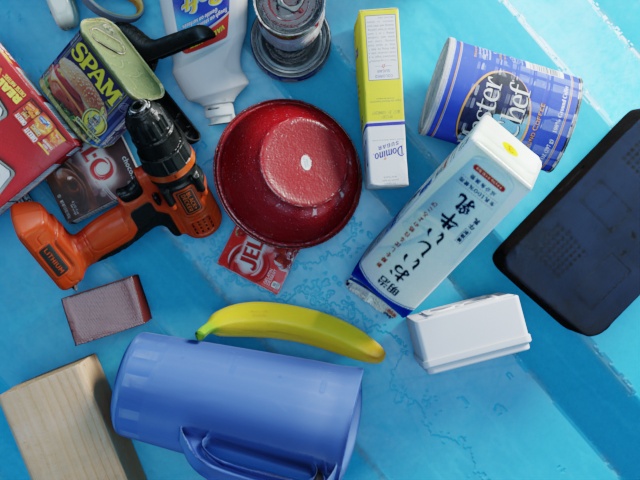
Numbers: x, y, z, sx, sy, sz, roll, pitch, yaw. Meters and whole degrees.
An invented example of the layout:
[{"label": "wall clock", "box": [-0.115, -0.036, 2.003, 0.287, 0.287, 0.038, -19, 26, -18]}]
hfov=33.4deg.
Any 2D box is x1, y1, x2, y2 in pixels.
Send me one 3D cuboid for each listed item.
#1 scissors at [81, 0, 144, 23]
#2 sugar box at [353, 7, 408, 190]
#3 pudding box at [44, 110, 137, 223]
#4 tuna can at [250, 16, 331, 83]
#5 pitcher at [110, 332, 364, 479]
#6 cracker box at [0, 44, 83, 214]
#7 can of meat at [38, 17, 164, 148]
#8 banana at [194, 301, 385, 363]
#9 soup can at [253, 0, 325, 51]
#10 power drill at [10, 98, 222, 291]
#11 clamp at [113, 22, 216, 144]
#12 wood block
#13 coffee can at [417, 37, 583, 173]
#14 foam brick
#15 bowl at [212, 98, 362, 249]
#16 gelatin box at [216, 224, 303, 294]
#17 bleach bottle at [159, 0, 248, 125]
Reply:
[{"label": "scissors", "box": [-0.264, -0.289, 1.076, 0.201, 0.016, 0.096, 26, 64, -25]}, {"label": "sugar box", "box": [0.061, -0.140, 1.089, 0.048, 0.093, 0.176, -1, 91, 0]}, {"label": "pudding box", "box": [-0.245, -0.086, 1.114, 0.090, 0.039, 0.113, -27, 91, 0]}, {"label": "tuna can", "box": [-0.031, -0.209, 1.116, 0.086, 0.034, 0.086, 0, 91, -1]}, {"label": "pitcher", "box": [-0.083, 0.174, 1.067, 0.243, 0.149, 0.145, 12, 79, 5]}, {"label": "cracker box", "box": [-0.369, -0.090, 1.055, 0.213, 0.072, 0.164, -40, 94, -1]}, {"label": "can of meat", "box": [-0.218, -0.154, 1.054, 0.084, 0.057, 0.102, -40, 86, 30]}, {"label": "banana", "box": [-0.032, 0.095, 1.109, 0.197, 0.069, 0.037, 6, 129, -8]}, {"label": "soup can", "box": [-0.030, -0.226, 1.046, 0.068, 0.102, 0.068, 0, 92, -1]}, {"label": "power drill", "box": [-0.205, -0.040, 1.056, 0.187, 0.184, 0.057, -25, 47, -1]}, {"label": "clamp", "box": [-0.181, -0.166, 1.087, 0.172, 0.039, 0.120, 13, 104, 29]}, {"label": "wood block", "box": [-0.240, 0.231, 1.096, 0.090, 0.091, 0.206, -22, 91, 0]}, {"label": "coffee can", "box": [0.181, -0.137, 1.085, 0.140, 0.103, 0.103, 17, 91, -1]}, {"label": "foam brick", "box": [-0.221, 0.071, 1.112, 0.078, 0.053, 0.051, -18, 91, 1]}, {"label": "bowl", "box": [-0.025, -0.074, 1.083, 0.162, 0.055, 0.162, 3, 80, -18]}, {"label": "gelatin box", "box": [-0.057, 0.002, 1.122, 0.073, 0.030, 0.089, 28, 91, -1]}, {"label": "bleach bottle", "box": [-0.114, -0.246, 1.101, 0.102, 0.068, 0.251, -9, 94, -1]}]
